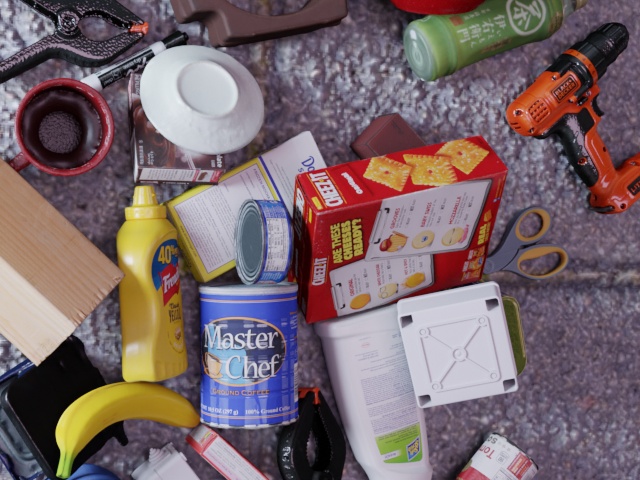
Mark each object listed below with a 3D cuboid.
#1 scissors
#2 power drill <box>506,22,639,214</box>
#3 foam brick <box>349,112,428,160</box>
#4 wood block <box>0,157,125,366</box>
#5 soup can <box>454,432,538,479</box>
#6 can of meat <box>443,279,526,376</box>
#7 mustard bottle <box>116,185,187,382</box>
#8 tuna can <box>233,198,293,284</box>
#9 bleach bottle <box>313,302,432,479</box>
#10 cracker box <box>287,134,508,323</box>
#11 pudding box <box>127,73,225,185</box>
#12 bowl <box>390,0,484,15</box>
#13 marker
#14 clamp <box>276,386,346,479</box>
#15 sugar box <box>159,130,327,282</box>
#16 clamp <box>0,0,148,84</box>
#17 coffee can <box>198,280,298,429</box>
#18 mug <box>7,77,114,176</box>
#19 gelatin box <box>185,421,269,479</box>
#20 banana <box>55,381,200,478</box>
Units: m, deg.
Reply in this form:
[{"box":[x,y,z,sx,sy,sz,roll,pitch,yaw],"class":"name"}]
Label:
[{"box":[0.197,0.010,1.234,0.201,0.016,0.096,-2,90,-19],"class":"scissors"},{"box":[0.331,-0.139,1.256,0.184,0.057,0.187,-41,101,-10],"class":"power drill"},{"box":[0.082,-0.095,1.174,0.053,0.051,0.078,-46,105,-13],"class":"foam brick"},{"box":[-0.298,0.005,0.997,0.206,0.090,0.090,45,43,-7],"class":"wood block"},{"box":[0.191,0.278,1.212,0.068,0.069,0.102,45,77,-15],"class":"soup can"},{"box":[0.184,0.100,1.188,0.057,0.084,0.102,-16,105,-16],"class":"can of meat"},{"box":[-0.171,0.041,1.069,0.058,0.096,0.191,-3,92,13],"class":"mustard bottle"},{"box":[-0.057,0.001,1.063,0.033,0.086,0.086,0,91,-24],"class":"tuna can"},{"box":[0.064,0.199,1.170,0.102,0.068,0.251,-13,98,-20],"class":"bleach bottle"},{"box":[0.077,-0.013,1.123,0.213,0.072,0.164,-13,137,-18],"class":"cracker box"},{"box":[-0.147,-0.112,1.081,0.090,0.039,0.113,0,67,-18],"class":"pudding box"},{"box":[0.124,-0.279,1.142,0.162,0.162,0.055,-9,118,-18],"class":"bowl"},{"box":[-0.189,-0.184,1.096,0.121,0.020,0.020,-31,101,-16],"class":"marker"},{"box":[0.000,0.264,1.149,0.164,0.036,0.210,11,75,-47],"class":"clamp"},{"box":[-0.071,-0.037,1.127,0.176,0.048,0.093,-29,100,-19],"class":"sugar box"},{"box":[-0.260,-0.203,1.061,0.171,0.039,0.120,8,90,-19],"class":"clamp"},{"box":[-0.074,0.115,1.099,0.102,0.103,0.140,-1,92,-19],"class":"coffee can"},{"box":[-0.262,-0.100,1.040,0.117,0.082,0.093,-44,104,-13],"class":"mug"},{"box":[-0.093,0.231,1.111,0.089,0.073,0.030,44,78,-15],"class":"gelatin box"},{"box":[-0.193,0.173,1.053,0.197,0.037,0.069,-12,99,-54],"class":"banana"}]
